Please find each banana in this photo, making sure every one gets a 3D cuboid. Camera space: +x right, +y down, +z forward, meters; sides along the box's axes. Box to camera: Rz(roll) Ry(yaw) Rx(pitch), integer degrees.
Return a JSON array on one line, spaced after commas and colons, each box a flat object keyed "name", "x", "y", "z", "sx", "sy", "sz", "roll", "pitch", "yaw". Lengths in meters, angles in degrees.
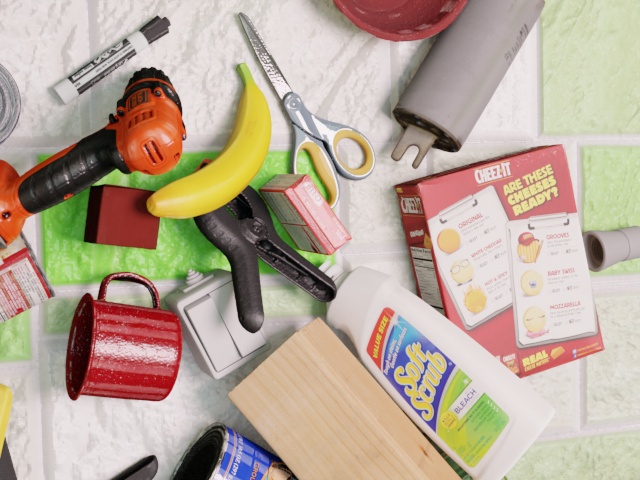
[{"name": "banana", "x": -0.087, "y": -0.074, "z": 0.944, "sx": 0.069, "sy": 0.037, "sz": 0.197, "roll": 36, "pitch": 49, "yaw": -12}]

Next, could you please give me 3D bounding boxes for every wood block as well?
[{"name": "wood block", "x": 0.026, "y": 0.179, "z": 0.953, "sx": 0.090, "sy": 0.090, "sz": 0.206, "roll": -43, "pitch": 84, "yaw": 13}]

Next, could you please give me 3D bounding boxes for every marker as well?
[{"name": "marker", "x": -0.183, "y": -0.162, "z": 0.948, "sx": 0.121, "sy": 0.020, "sz": 0.020, "roll": -39, "pitch": 104, "yaw": -14}]

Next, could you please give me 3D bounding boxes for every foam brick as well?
[{"name": "foam brick", "x": -0.172, "y": -0.020, "z": 0.928, "sx": 0.053, "sy": 0.078, "sz": 0.051, "roll": 8, "pitch": 89, "yaw": -20}]

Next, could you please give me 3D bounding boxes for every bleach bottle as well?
[{"name": "bleach bottle", "x": 0.089, "y": 0.114, "z": 0.993, "sx": 0.251, "sy": 0.068, "sz": 0.103, "roll": 39, "pitch": 114, "yaw": 13}]

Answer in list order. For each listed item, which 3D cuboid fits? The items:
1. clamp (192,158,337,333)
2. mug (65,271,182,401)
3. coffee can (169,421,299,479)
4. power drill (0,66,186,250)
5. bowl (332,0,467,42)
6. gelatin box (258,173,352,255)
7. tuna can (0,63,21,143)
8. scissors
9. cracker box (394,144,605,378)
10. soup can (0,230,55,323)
[{"name": "clamp", "x": -0.056, "y": 0.001, "z": 0.964, "sx": 0.120, "sy": 0.039, "sz": 0.171, "roll": -3, "pitch": 61, "yaw": -51}, {"name": "mug", "x": -0.170, "y": 0.085, "z": 0.933, "sx": 0.081, "sy": 0.093, "sz": 0.117, "roll": 10, "pitch": 72, "yaw": -24}, {"name": "coffee can", "x": -0.059, "y": 0.243, "z": 0.967, "sx": 0.140, "sy": 0.103, "sz": 0.103, "roll": 34, "pitch": 81, "yaw": -18}, {"name": "power drill", "x": -0.200, "y": -0.075, "z": 0.887, "sx": 0.187, "sy": 0.184, "sz": 0.057, "roll": -28, "pitch": 115, "yaw": 3}, {"name": "bowl", "x": 0.065, "y": -0.266, "z": 1.010, "sx": 0.162, "sy": 0.055, "sz": 0.162, "roll": -1, "pitch": 93, "yaw": -19}, {"name": "gelatin box", "x": -0.015, "y": -0.025, "z": 0.976, "sx": 0.030, "sy": 0.089, "sz": 0.073, "roll": -38, "pitch": 104, "yaw": -14}, {"name": "tuna can", "x": -0.297, "y": -0.116, "z": 0.902, "sx": 0.086, "sy": 0.034, "sz": 0.086, "roll": -1, "pitch": 93, "yaw": -19}, {"name": "scissors", "x": -0.008, "y": -0.128, "z": 1.013, "sx": 0.096, "sy": 0.016, "sz": 0.202, "roll": -18, "pitch": 98, "yaw": -19}, {"name": "cracker box", "x": 0.177, "y": 0.027, "z": 1.057, "sx": 0.164, "sy": 0.072, "sz": 0.214, "roll": -16, "pitch": 97, "yaw": -18}, {"name": "soup can", "x": -0.284, "y": 0.041, "z": 0.897, "sx": 0.102, "sy": 0.069, "sz": 0.068, "roll": -29, "pitch": 102, "yaw": -16}]
